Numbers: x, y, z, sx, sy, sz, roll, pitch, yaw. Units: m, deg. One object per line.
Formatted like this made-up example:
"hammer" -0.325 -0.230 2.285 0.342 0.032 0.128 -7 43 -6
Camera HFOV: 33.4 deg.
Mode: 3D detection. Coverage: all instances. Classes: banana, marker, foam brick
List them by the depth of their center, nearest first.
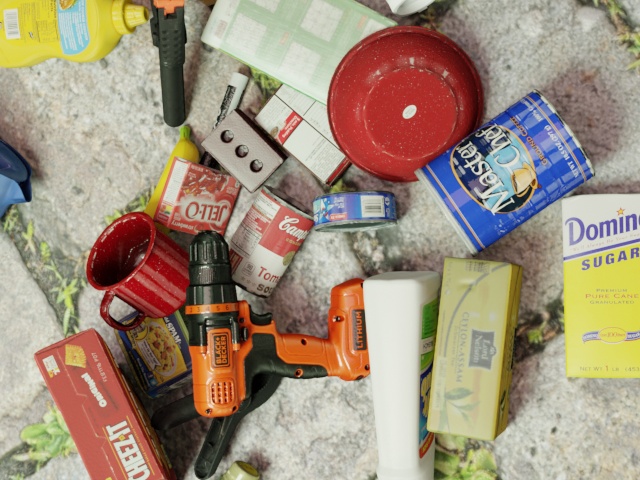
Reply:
"foam brick" -0.080 -0.096 1.140 0.078 0.051 0.053 44 98 -1
"banana" -0.178 -0.030 1.177 0.037 0.070 0.198 27 95 -15
"marker" -0.109 -0.127 1.177 0.020 0.020 0.121 23 94 17

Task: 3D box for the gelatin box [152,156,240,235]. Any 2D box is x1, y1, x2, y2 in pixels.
"gelatin box" -0.130 -0.043 1.143 0.030 0.089 0.073 22 93 37

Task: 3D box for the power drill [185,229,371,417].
"power drill" -0.044 0.079 1.077 0.187 0.057 0.184 -2 88 -19

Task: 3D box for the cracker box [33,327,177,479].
"cracker box" -0.212 0.191 1.093 0.072 0.214 0.164 -26 78 -11

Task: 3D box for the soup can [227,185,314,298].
"soup can" -0.057 0.001 1.129 0.068 0.068 0.102 34 98 16

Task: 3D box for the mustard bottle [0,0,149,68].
"mustard bottle" -0.286 -0.251 1.219 0.192 0.058 0.096 -1 97 18

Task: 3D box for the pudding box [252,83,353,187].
"pudding box" -0.003 -0.126 1.134 0.113 0.039 0.090 42 97 13

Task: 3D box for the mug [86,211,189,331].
"mug" -0.187 0.040 1.108 0.093 0.081 0.117 6 64 42

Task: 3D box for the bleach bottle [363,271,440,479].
"bleach bottle" 0.086 0.159 1.070 0.068 0.102 0.251 -1 93 20

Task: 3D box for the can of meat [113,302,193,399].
"can of meat" -0.167 0.112 1.165 0.084 0.057 0.102 -29 78 16

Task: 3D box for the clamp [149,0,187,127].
"clamp" -0.158 -0.208 1.116 0.036 0.210 0.164 -7 92 -10

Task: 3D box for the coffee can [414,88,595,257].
"coffee can" 0.177 -0.064 1.032 0.140 0.102 0.103 -35 78 6

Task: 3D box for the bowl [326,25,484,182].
"bowl" 0.087 -0.130 1.063 0.162 0.055 0.162 0 106 -1

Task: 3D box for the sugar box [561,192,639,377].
"sugar box" 0.282 0.043 1.031 0.093 0.048 0.176 -3 87 18

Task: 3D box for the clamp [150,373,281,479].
"clamp" -0.100 0.160 1.107 0.039 0.120 0.171 28 76 35

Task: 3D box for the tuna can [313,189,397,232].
"tuna can" 0.035 -0.029 1.092 0.086 0.086 0.034 -5 84 17
